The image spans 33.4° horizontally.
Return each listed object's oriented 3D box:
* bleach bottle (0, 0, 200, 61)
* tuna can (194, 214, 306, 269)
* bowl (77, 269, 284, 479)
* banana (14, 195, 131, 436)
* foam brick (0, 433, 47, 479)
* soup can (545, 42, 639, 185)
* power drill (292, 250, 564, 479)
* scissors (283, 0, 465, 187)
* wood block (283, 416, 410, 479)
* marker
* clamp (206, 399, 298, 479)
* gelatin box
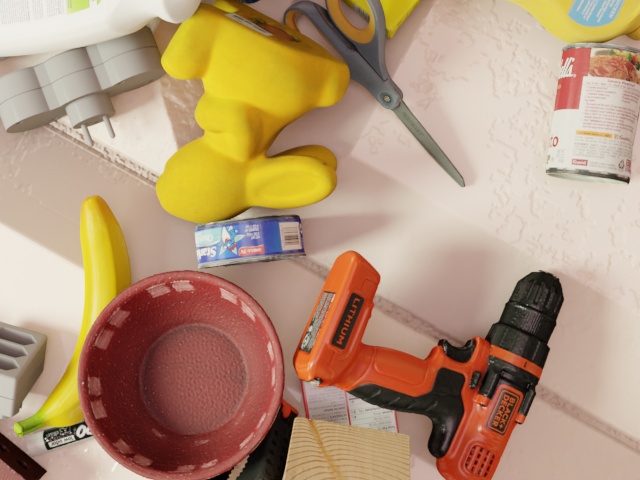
[{"bbox_3d":[-0.174,-0.185,0.791,0.251,0.067,0.102,5,99,32],"label":"bleach bottle"},{"bbox_3d":[-0.055,0.001,0.839,0.086,0.086,0.034,-7,88,1],"label":"tuna can"},{"bbox_3d":[-0.105,0.107,0.836,0.162,0.055,0.162,-1,79,5],"label":"bowl"},{"bbox_3d":[-0.184,0.066,0.855,0.037,0.069,0.198,10,82,38],"label":"banana"},{"bbox_3d":[-0.271,0.186,0.860,0.078,0.053,0.051,39,91,0],"label":"foam brick"},{"bbox_3d":[0.218,-0.098,0.841,0.068,0.068,0.102,8,91,1],"label":"soup can"},{"bbox_3d":[0.087,0.080,0.829,0.187,0.057,0.184,26,81,-12],"label":"power drill"},{"bbox_3d":[0.058,-0.132,0.846,0.202,0.096,0.016,39,47,3],"label":"scissors"},{"bbox_3d":[0.005,0.248,0.795,0.090,0.090,0.206,10,115,1],"label":"wood block"},{"bbox_3d":[-0.181,0.152,0.874,0.121,0.020,0.020,-17,89,1],"label":"marker"},{"bbox_3d":[-0.083,0.214,0.823,0.210,0.165,0.036,-50,124,-7],"label":"clamp"},{"bbox_3d":[0.025,0.141,0.864,0.073,0.030,0.089,-9,89,0],"label":"gelatin box"}]
